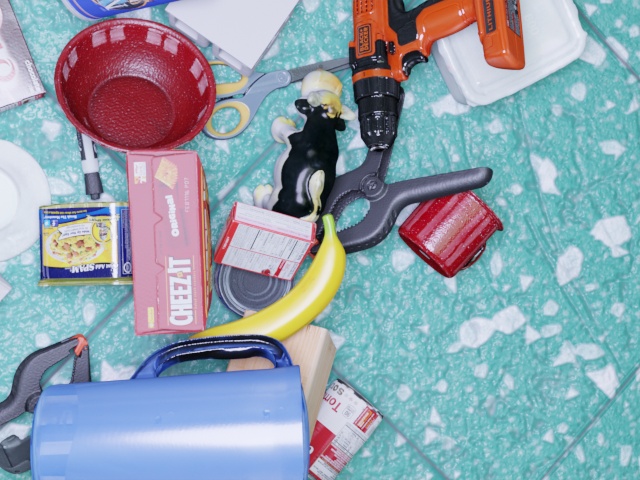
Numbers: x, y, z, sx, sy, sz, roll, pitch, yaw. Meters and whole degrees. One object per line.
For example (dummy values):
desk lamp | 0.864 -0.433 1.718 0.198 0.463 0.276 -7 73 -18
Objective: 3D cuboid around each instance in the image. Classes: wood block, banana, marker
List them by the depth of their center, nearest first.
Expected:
banana | -0.041 0.063 1.059 0.198 0.037 0.070 -42 79 -2
wood block | -0.058 0.187 1.090 0.091 0.090 0.206 13 73 13
marker | -0.244 -0.103 1.111 0.020 0.020 0.121 -9 94 -13

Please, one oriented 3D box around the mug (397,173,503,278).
mug | 0.145 -0.007 1.179 0.081 0.093 0.117 -48 137 -3

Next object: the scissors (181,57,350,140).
scissors | -0.049 -0.156 1.157 0.201 0.016 0.096 0 89 -13

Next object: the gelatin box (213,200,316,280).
gelatin box | -0.057 0.001 1.095 0.089 0.073 0.030 14 50 -13

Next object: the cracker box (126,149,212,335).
cracker box | -0.143 -0.001 1.036 0.072 0.214 0.164 -3 92 -5

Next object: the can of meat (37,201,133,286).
can of meat | -0.236 0.004 1.087 0.102 0.057 0.084 -2 90 8

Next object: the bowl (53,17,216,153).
bowl | -0.190 -0.146 1.087 0.162 0.055 0.162 6 64 -13

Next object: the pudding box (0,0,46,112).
pudding box | -0.340 -0.184 1.076 0.090 0.039 0.113 -22 97 -12

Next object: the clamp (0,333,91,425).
clamp | -0.285 0.178 1.101 0.171 0.039 0.120 -48 112 -5

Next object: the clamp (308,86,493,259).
clamp | 0.071 -0.051 1.145 0.210 0.036 0.165 -49 58 -2

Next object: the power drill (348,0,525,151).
power drill | 0.115 -0.195 1.112 0.188 0.057 0.184 -10 77 30

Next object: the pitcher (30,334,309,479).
pitcher | -0.131 0.173 0.973 0.242 0.149 0.145 -1 101 -2

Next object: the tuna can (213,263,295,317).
tuna can | -0.071 0.042 1.149 0.086 0.034 0.086 0 92 -13

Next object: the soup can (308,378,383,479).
soup can | 0.012 0.209 1.156 0.068 0.068 0.102 42 82 -11
